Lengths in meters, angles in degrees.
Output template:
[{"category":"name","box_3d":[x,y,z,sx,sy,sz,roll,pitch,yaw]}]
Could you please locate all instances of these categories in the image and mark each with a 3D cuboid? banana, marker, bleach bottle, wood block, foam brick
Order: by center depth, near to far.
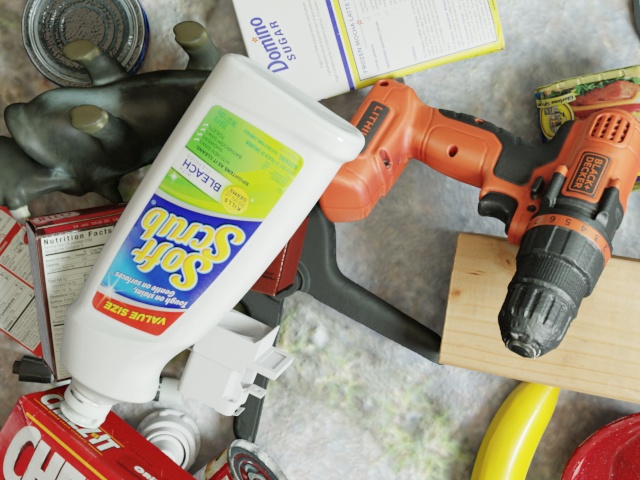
[{"category":"bleach bottle","box_3d":[-0.082,0.015,0.661,0.102,0.068,0.251,34,102,5]},{"category":"foam brick","box_3d":[-0.055,0.001,0.713,0.078,0.051,0.053,15,99,9]},{"category":"wood block","box_3d":[0.193,0.055,0.714,0.206,0.090,0.090,10,94,17]},{"category":"marker","box_3d":[-0.159,0.100,0.763,0.121,0.020,0.020,9,94,-5]},{"category":"banana","box_3d":[0.139,0.188,0.786,0.069,0.037,0.198,0,97,-29]}]

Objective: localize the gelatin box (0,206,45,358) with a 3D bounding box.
[{"category":"gelatin box","box_3d":[-0.208,0.027,0.749,0.089,0.030,0.073,37,92,-7]}]

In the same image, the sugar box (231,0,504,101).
[{"category":"sugar box","box_3d":[0.032,-0.154,0.745,0.176,0.048,0.093,-15,97,1]}]

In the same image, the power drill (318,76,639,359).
[{"category":"power drill","box_3d":[0.096,-0.025,0.680,0.188,0.057,0.184,19,58,22]}]

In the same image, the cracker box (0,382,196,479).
[{"category":"cracker box","box_3d":[-0.171,0.229,0.703,0.164,0.072,0.214,34,103,18]}]

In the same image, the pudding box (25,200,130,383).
[{"category":"pudding box","box_3d":[-0.146,0.033,0.721,0.089,0.039,0.113,-10,114,-22]}]

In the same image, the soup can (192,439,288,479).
[{"category":"soup can","box_3d":[-0.075,0.196,0.743,0.102,0.068,0.068,-42,96,13]}]

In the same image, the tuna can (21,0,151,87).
[{"category":"tuna can","box_3d":[-0.161,-0.144,0.736,0.086,0.034,0.086,0,94,-4]}]

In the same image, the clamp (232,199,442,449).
[{"category":"clamp","box_3d":[-0.030,0.037,0.759,0.164,0.036,0.210,-31,93,5]}]
